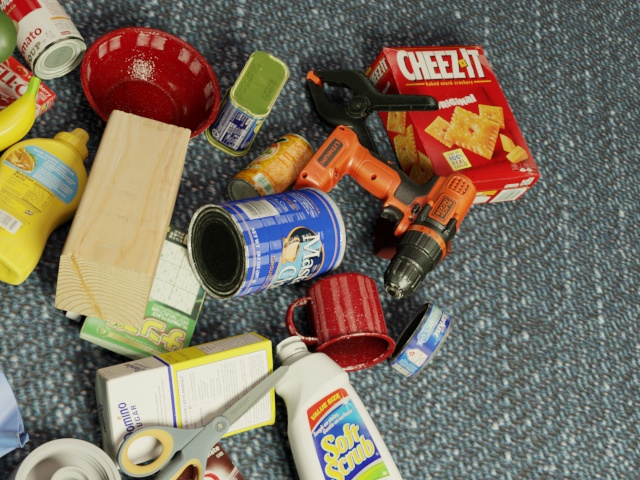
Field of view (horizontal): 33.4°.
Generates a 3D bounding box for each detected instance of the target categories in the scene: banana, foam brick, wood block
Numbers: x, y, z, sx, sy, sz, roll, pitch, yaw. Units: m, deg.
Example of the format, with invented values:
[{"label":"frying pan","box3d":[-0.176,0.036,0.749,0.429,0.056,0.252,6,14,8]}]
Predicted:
[{"label":"banana","box3d":[-0.380,-0.114,1.108,0.197,0.037,0.069,-15,80,-15]},{"label":"foam brick","box3d":[0.111,-0.005,1.287,0.078,0.051,0.053,15,56,-18]},{"label":"wood block","box3d":[-0.201,-0.025,1.099,0.090,0.091,0.206,14,48,-7]}]

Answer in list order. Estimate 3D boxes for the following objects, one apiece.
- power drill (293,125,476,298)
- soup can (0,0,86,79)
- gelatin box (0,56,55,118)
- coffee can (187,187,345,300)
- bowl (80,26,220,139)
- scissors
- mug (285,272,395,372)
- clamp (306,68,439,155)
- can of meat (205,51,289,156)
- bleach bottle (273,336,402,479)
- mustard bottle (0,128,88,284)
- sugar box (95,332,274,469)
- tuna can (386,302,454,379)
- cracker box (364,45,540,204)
[{"label":"power drill","box3d":[0.066,-0.038,1.226,0.188,0.057,0.184,31,56,9]},{"label":"soup can","box3d":[-0.317,-0.240,1.201,0.068,0.069,0.102,-24,70,-34]},{"label":"gelatin box","box3d":[-0.349,-0.164,1.170,0.089,0.030,0.073,42,53,1]},{"label":"coffee can","box3d":[-0.058,0.001,1.156,0.140,0.103,0.103,-12,68,-41]},{"label":"bowl","box3d":[-0.199,-0.165,1.225,0.162,0.055,0.162,11,57,-18]},{"label":"scissors","box3d":[-0.118,0.174,1.028,0.096,0.016,0.201,39,63,-9]},{"label":"mug","box3d":[0.017,0.088,1.167,0.117,0.093,0.081,1,57,-19]},{"label":"clamp","box3d":[0.049,-0.152,1.327,0.172,0.039,0.120,26,80,23]},{"label":"can of meat","box3d":[-0.085,-0.164,1.263,0.057,0.084,0.102,29,54,-8]},{"label":"bleach bottle","box3d":[0.011,0.210,1.066,0.102,0.068,0.251,-18,62,-19]},{"label":"mustard bottle","box3d":[-0.299,-0.050,1.111,0.096,0.058,0.191,33,54,-4]},{"label":"sugar box","box3d":[-0.132,0.155,1.057,0.175,0.048,0.093,-10,105,-28]},{"label":"tuna can","box3d":[0.111,0.112,1.198,0.034,0.086,0.086,35,53,-2]},{"label":"cracker box","box3d":[0.171,-0.151,1.387,0.163,0.072,0.214,-7,65,-29]}]
